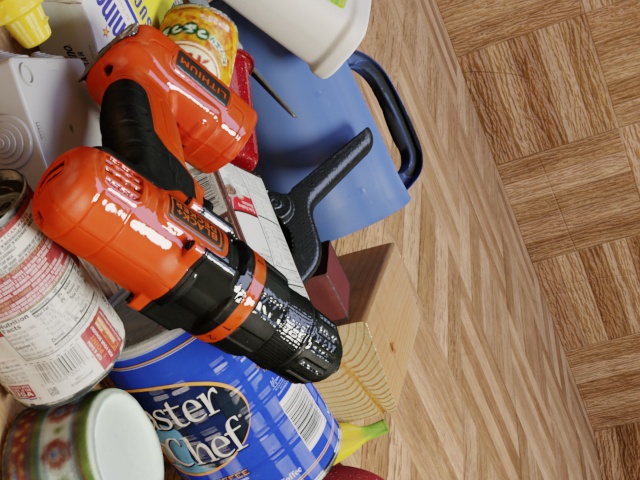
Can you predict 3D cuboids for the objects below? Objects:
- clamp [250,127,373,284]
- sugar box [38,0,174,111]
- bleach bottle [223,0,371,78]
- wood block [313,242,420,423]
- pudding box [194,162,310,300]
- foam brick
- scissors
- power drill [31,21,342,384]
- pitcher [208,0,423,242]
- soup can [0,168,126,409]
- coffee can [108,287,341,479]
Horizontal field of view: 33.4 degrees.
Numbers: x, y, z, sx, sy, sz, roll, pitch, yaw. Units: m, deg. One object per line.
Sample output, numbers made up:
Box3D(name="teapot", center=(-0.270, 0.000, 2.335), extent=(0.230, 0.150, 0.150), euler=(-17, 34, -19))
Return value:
Box3D(name="clamp", center=(-0.050, -0.031, 0.868), extent=(0.036, 0.164, 0.210), euler=(129, -22, -60))
Box3D(name="sugar box", center=(-0.131, -0.175, 0.703), extent=(0.093, 0.048, 0.176), euler=(82, 18, -51))
Box3D(name="bleach bottle", center=(-0.077, -0.236, 0.858), extent=(0.250, 0.068, 0.102), euler=(30, 39, -20))
Box3D(name="wood block", center=(0.031, 0.084, 1.009), extent=(0.206, 0.090, 0.091), euler=(-59, 131, -68))
Box3D(name="pudding box", center=(-0.055, 0.001, 0.751), extent=(0.113, 0.039, 0.090), euler=(69, 15, 16))
Box3D(name="foam brick", center=(-0.019, 0.043, 0.908), extent=(0.053, 0.078, 0.051), euler=(-85, 153, -56))
Box3D(name="scissors", center=(-0.077, -0.154, 0.872), extent=(0.202, 0.016, 0.096), euler=(53, -10, 16))
Box3D(name="power drill", center=(-0.065, -0.023, 0.572), extent=(0.184, 0.057, 0.187), euler=(39, 22, -32))
Box3D(name="pitcher", center=(-0.011, -0.123, 0.994), extent=(0.243, 0.145, 0.149), euler=(68, 20, -8))
Box3D(name="soup can", center=(-0.148, 0.025, 0.523), extent=(0.068, 0.069, 0.102), euler=(-84, 153, -52))
Box3D(name="coffee can", center=(-0.063, 0.088, 0.653), extent=(0.140, 0.103, 0.102), euler=(60, 20, -23))
